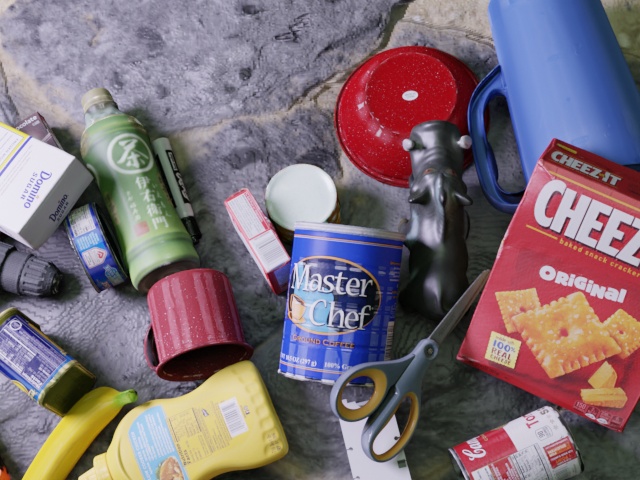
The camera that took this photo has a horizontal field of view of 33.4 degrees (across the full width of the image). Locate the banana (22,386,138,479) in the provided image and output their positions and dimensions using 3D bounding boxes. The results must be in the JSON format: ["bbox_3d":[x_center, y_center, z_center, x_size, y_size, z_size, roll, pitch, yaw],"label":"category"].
[{"bbox_3d":[-0.244,0.208,0.995,0.037,0.070,0.198,37,85,-17],"label":"banana"}]

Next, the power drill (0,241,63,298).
[{"bbox_3d":[-0.365,0.076,1.039,0.184,0.057,0.187,14,59,7],"label":"power drill"}]

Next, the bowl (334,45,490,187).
[{"bbox_3d":[0.092,-0.137,1.081,0.162,0.055,0.162,-2,72,5],"label":"bowl"}]

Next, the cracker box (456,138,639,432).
[{"bbox_3d":[0.233,0.043,0.934,0.164,0.072,0.214,25,120,13],"label":"cracker box"}]

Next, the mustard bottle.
[{"bbox_3d":[-0.133,0.190,0.990,0.191,0.058,0.096,-23,75,-3],"label":"mustard bottle"}]

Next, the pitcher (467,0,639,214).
[{"bbox_3d":[0.231,-0.140,1.034,0.149,0.145,0.243,5,62,-33],"label":"pitcher"}]

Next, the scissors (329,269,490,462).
[{"bbox_3d":[0.076,0.095,0.939,0.096,0.016,0.201,30,79,-22],"label":"scissors"}]

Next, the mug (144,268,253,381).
[{"bbox_3d":[-0.126,0.084,1.018,0.117,0.093,0.081,-33,61,33],"label":"mug"}]

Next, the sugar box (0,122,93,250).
[{"bbox_3d":[-0.316,-0.065,1.045,0.176,0.048,0.093,26,73,27],"label":"sugar box"}]

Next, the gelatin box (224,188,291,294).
[{"bbox_3d":[-0.057,0.001,1.039,0.030,0.073,0.089,-30,70,-6],"label":"gelatin box"}]

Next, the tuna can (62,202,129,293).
[{"bbox_3d":[-0.219,0.006,1.047,0.033,0.086,0.086,-24,71,-5],"label":"tuna can"}]

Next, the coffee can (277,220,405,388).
[{"bbox_3d":[0.019,0.057,0.978,0.103,0.102,0.140,6,89,8],"label":"coffee can"}]

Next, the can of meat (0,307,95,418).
[{"bbox_3d":[-0.266,0.117,1.007,0.084,0.102,0.057,36,78,13],"label":"can of meat"}]

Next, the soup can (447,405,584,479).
[{"bbox_3d":[0.174,0.197,0.953,0.102,0.068,0.068,-23,71,-3],"label":"soup can"}]

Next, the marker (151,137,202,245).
[{"bbox_3d":[-0.147,-0.050,1.094,0.020,0.020,0.121,-21,71,-2],"label":"marker"}]
